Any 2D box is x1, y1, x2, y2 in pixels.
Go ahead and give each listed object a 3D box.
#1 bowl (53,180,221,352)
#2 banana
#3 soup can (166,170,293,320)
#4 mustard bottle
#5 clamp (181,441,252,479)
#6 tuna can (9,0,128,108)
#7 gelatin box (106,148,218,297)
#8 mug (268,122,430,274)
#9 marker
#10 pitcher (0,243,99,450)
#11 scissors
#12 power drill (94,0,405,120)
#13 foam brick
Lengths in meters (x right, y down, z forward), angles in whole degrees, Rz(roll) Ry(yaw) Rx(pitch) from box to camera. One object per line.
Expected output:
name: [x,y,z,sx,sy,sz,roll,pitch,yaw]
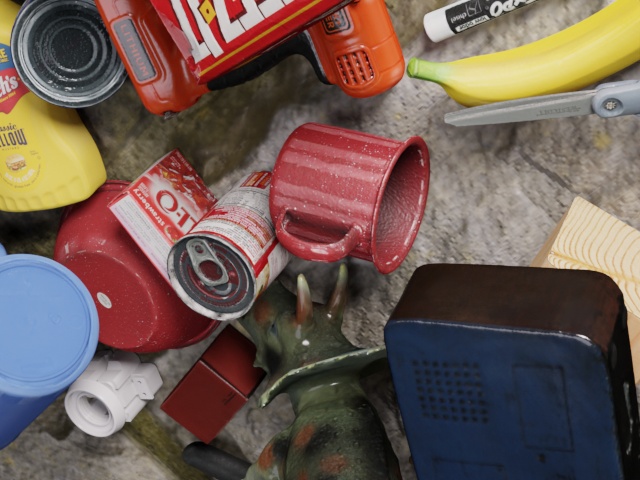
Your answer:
bowl: [-0.158,0.035,0.861,0.162,0.055,0.162,13,124,20]
banana: [0.151,-0.115,0.613,0.198,0.069,0.037,-21,68,28]
soup can: [-0.055,0.001,0.758,0.069,0.102,0.068,13,124,19]
mustard bottle: [-0.235,-0.117,0.802,0.096,0.058,0.191,-4,117,23]
clamp: [-0.036,0.236,0.936,0.172,0.039,0.120,4,122,24]
tuna can: [-0.173,-0.137,0.748,0.086,0.034,0.086,-4,112,-9]
gelatin box: [-0.105,-0.014,0.792,0.030,0.073,0.089,-30,103,36]
mug: [0.013,-0.025,0.704,0.082,0.117,0.093,15,134,23]
marker: [0.117,-0.147,0.634,0.121,0.020,0.020,-17,111,33]
pitcher: [-0.267,0.085,0.865,0.149,0.144,0.243,45,145,-8]
scissors: [0.183,-0.070,0.625,0.202,0.016,0.096,-17,129,25]
power drill: [-0.054,-0.164,0.684,0.188,0.057,0.184,-10,114,31]
foam brick: [-0.085,0.119,0.880,0.053,0.051,0.078,40,129,-2]
